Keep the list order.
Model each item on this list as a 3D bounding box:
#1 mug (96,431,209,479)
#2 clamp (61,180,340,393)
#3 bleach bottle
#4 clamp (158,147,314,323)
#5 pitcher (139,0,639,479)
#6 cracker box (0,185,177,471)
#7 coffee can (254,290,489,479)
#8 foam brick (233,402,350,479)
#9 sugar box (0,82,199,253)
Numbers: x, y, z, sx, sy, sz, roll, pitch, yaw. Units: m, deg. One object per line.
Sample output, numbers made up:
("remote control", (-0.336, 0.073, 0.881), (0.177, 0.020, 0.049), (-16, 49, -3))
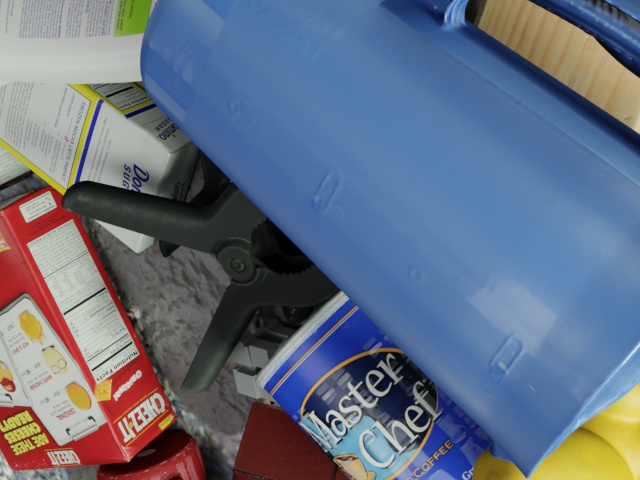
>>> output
("mug", (-0.120, 0.203, 0.827), (0.117, 0.093, 0.081), (3, 112, 60))
("clamp", (-0.054, 0.001, 0.659), (0.210, 0.036, 0.164), (-27, 108, 31))
("bleach bottle", (-0.110, -0.134, 0.636), (0.251, 0.068, 0.102), (9, 89, 25))
("clamp", (-0.038, -0.025, 0.684), (0.120, 0.039, 0.172), (29, 132, 7))
("pitcher", (0.046, -0.038, 0.435), (0.243, 0.149, 0.145), (42, 174, 17))
("cracker box", (-0.227, 0.073, 0.855), (0.164, 0.072, 0.213), (-14, 106, 41))
("coffee can", (0.045, 0.100, 0.643), (0.140, 0.102, 0.103), (46, 132, 8))
("foam brick", (-0.011, 0.147, 0.728), (0.078, 0.051, 0.053), (7, 162, 30))
("sugar box", (-0.168, -0.080, 0.745), (0.176, 0.048, 0.093), (36, 128, 13))
